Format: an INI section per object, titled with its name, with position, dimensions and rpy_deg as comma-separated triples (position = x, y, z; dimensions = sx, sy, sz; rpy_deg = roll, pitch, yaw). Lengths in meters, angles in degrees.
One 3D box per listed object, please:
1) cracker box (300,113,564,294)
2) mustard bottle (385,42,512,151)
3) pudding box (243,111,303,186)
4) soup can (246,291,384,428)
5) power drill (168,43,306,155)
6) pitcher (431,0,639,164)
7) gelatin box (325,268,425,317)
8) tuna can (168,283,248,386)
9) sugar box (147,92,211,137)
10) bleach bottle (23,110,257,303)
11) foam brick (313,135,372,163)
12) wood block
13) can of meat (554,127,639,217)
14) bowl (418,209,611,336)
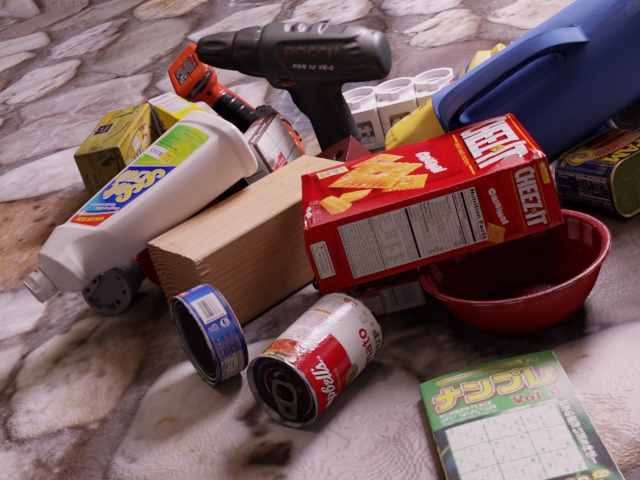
[cracker box]
position = 0.090, -0.039, 0.955
dimensions = 0.214, 0.072, 0.164
rpy_deg = -17, 19, 6
[mustard bottle]
position = 0.160, -0.159, 1.209
dimensions = 0.192, 0.058, 0.096
rpy_deg = -40, 5, 30
[pudding box]
position = -0.047, -0.077, 1.202
dimensions = 0.039, 0.113, 0.090
rpy_deg = -22, 22, 25
[soup can]
position = -0.003, 0.095, 0.863
dimensions = 0.069, 0.068, 0.102
rpy_deg = 3, 30, 38
[power drill]
position = -0.106, -0.173, 1.375
dimensions = 0.057, 0.187, 0.184
rpy_deg = -50, 28, 9
[pitcher]
position = 0.236, -0.161, 1.058
dimensions = 0.243, 0.145, 0.149
rpy_deg = -36, 17, 22
[gelatin box]
position = 0.048, 0.042, 0.989
dimensions = 0.089, 0.030, 0.073
rpy_deg = -15, 24, 5
[tuna can]
position = -0.097, 0.082, 0.931
dimensions = 0.033, 0.086, 0.086
rpy_deg = -25, 25, -23
[sugar box]
position = -0.183, -0.143, 1.465
dimensions = 0.048, 0.093, 0.176
rpy_deg = -26, 25, -19
[bleach bottle]
position = -0.186, -0.027, 1.066
dimensions = 0.250, 0.068, 0.103
rpy_deg = -43, 39, -18
[foam brick]
position = 0.019, -0.068, 1.175
dimensions = 0.078, 0.051, 0.053
rpy_deg = -28, 31, 32
[wood block]
position = -0.057, 0.002, 1.071
dimensions = 0.205, 0.091, 0.090
rpy_deg = -31, 28, -30
[can of meat]
position = 0.291, -0.069, 1.037
dimensions = 0.102, 0.057, 0.084
rpy_deg = -27, 23, -23
[bowl]
position = 0.167, 0.033, 0.897
dimensions = 0.162, 0.055, 0.162
rpy_deg = -14, 24, 6
